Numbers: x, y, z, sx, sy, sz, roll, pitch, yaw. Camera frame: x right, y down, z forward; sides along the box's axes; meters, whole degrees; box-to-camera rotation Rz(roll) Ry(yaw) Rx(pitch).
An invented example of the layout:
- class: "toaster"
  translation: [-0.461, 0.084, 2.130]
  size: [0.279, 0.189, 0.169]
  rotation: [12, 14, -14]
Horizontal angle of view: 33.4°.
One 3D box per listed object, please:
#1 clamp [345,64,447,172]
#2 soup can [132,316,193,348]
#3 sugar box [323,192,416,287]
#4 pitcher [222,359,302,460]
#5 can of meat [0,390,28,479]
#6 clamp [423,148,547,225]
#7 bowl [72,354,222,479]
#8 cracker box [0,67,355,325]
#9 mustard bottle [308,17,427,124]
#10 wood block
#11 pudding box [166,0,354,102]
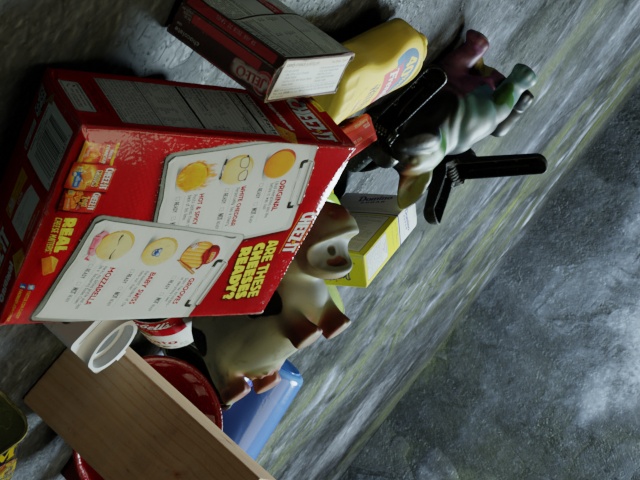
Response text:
- class: "clamp"
  translation: [0.065, -0.118, 1.078]
  size: [0.120, 0.039, 0.172]
  rotation: [-51, -164, -13]
- class: "soup can"
  translation: [-0.139, 0.053, 0.947]
  size: [0.068, 0.068, 0.102]
  rotation: [-48, 165, -12]
- class: "sugar box"
  translation: [0.040, -0.003, 1.224]
  size: [0.176, 0.093, 0.048]
  rotation: [-42, 131, -57]
- class: "pitcher"
  translation: [-0.133, 0.234, 1.290]
  size: [0.243, 0.145, 0.149]
  rotation: [-55, -157, 2]
- class: "can of meat"
  translation: [-0.285, 0.176, 0.840]
  size: [0.101, 0.057, 0.084]
  rotation: [-37, 162, -40]
- class: "clamp"
  translation: [0.155, -0.079, 1.317]
  size: [0.164, 0.210, 0.036]
  rotation: [-28, 115, -19]
- class: "bowl"
  translation: [-0.182, 0.192, 1.078]
  size: [0.162, 0.162, 0.055]
  rotation: [-44, -156, -23]
- class: "cracker box"
  translation: [-0.105, -0.025, 0.721]
  size: [0.213, 0.072, 0.164]
  rotation: [0, 132, -41]
- class: "mustard bottle"
  translation: [0.044, -0.160, 0.993]
  size: [0.191, 0.058, 0.096]
  rotation: [-36, 168, -45]
- class: "wood block"
  translation: [-0.149, 0.178, 0.946]
  size: [0.090, 0.206, 0.091]
  rotation: [-50, 164, -6]
- class: "pudding box"
  translation: [-0.039, -0.138, 0.746]
  size: [0.039, 0.090, 0.113]
  rotation: [-59, 163, 25]
